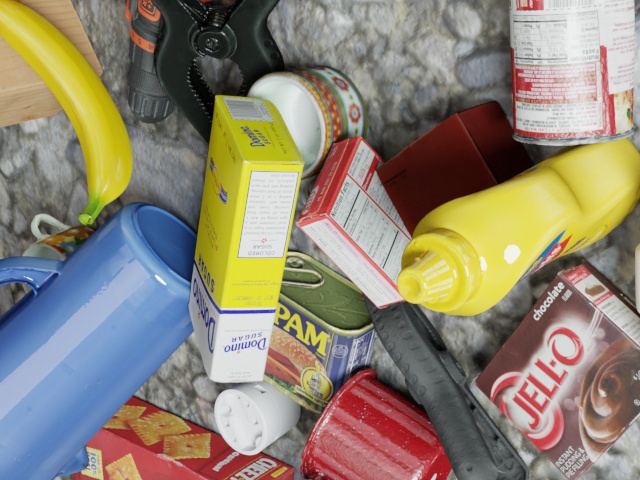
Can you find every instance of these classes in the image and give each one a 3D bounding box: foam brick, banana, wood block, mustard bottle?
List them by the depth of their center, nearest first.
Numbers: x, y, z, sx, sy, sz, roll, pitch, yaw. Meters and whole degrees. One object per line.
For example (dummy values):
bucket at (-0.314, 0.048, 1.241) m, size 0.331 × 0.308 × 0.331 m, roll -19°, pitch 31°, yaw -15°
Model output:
mustard bottle at (0.102, -0.004, 0.581) m, size 0.096 × 0.191 × 0.058 m, roll -40°, pitch 79°, yaw 41°
foam brick at (0.085, -0.045, 0.676) m, size 0.078 × 0.051 × 0.053 m, roll -33°, pitch 82°, yaw 42°
banana at (-0.195, -0.110, 0.836) m, size 0.037 × 0.069 × 0.198 m, roll -31°, pitch 83°, yaw 32°
wood block at (-0.292, -0.139, 0.856) m, size 0.090 × 0.205 × 0.091 m, roll -27°, pitch 87°, yaw 42°

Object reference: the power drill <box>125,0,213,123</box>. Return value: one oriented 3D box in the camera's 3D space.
power drill at (-0.161, -0.205, 0.826) m, size 0.188 × 0.057 × 0.185 m, roll 38°, pitch 129°, yaw 22°

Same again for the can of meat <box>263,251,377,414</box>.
can of meat at (-0.008, 0.070, 0.792) m, size 0.102 × 0.057 × 0.084 m, roll 31°, pitch 126°, yaw 29°

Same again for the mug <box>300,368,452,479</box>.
mug at (0.038, 0.158, 0.749) m, size 0.082 × 0.117 × 0.093 m, roll 30°, pitch 147°, yaw 23°

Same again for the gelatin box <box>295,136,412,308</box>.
gelatin box at (0.031, -0.012, 0.695) m, size 0.030 × 0.073 × 0.089 m, roll -19°, pitch 126°, yaw 42°

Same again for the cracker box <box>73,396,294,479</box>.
cracker box at (-0.127, 0.247, 0.945) m, size 0.214 × 0.071 × 0.164 m, roll 17°, pitch 115°, yaw 35°

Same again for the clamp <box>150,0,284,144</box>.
clamp at (-0.064, -0.150, 0.743) m, size 0.165 × 0.036 × 0.210 m, roll 1°, pitch 133°, yaw 11°

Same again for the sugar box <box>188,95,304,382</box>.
sugar box at (-0.055, 0.001, 0.720) m, size 0.093 × 0.048 × 0.176 m, roll -115°, pitch 33°, yaw -53°

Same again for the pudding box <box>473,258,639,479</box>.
pudding box at (0.160, 0.082, 0.665) m, size 0.090 × 0.039 × 0.114 m, roll 45°, pitch 129°, yaw 20°

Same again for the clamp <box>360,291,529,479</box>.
clamp at (0.077, 0.096, 0.698) m, size 0.039 × 0.120 × 0.171 m, roll -37°, pitch 77°, yaw 5°

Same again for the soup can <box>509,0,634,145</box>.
soup can at (0.140, -0.109, 0.596) m, size 0.069 × 0.068 × 0.102 m, roll 7°, pitch 109°, yaw 38°

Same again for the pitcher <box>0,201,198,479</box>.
pitcher at (-0.202, 0.077, 0.861) m, size 0.243 × 0.149 × 0.145 m, roll -43°, pitch 68°, yaw 17°
